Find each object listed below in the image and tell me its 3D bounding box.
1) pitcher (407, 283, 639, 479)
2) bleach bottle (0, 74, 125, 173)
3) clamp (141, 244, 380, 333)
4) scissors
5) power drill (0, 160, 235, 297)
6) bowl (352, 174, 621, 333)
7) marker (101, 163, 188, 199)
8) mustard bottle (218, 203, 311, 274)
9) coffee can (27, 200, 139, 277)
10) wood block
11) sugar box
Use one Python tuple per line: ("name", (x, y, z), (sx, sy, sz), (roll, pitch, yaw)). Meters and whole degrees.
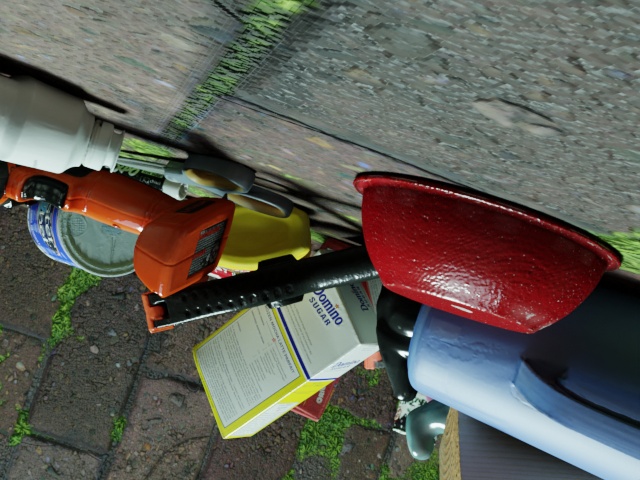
("pitcher", (0.182, 0.092, 0.695), (0.243, 0.145, 0.149), (20, 150, 19))
("bleach bottle", (-0.246, -0.093, 0.655), (0.250, 0.068, 0.103), (17, 179, -15))
("clamp", (-0.021, 0.028, 0.769), (0.209, 0.036, 0.165), (-13, 178, -21))
("scissors", (-0.090, -0.044, 0.821), (0.096, 0.016, 0.202), (27, 171, -27))
("power drill", (-0.165, -0.026, 0.719), (0.188, 0.057, 0.184), (24, -161, 13))
("bowl", (0.088, 0.014, 0.622), (0.162, 0.055, 0.162), (18, 174, 2))
("marker", (-0.172, -0.060, 0.937), (0.121, 0.020, 0.020), (17, 174, 20))
("mustard bottle", (-0.056, 0.002, 0.931), (0.096, 0.058, 0.191), (-3, 175, 0))
("coffee can", (-0.228, -0.021, 1.069), (0.102, 0.103, 0.140), (22, 174, -27))
("wood block", (0.195, 0.172, 0.775), (0.206, 0.091, 0.090), (4, 135, -1))
("sugar box", (-0.030, 0.092, 0.925), (0.176, 0.093, 0.048), (-36, 155, 29))
